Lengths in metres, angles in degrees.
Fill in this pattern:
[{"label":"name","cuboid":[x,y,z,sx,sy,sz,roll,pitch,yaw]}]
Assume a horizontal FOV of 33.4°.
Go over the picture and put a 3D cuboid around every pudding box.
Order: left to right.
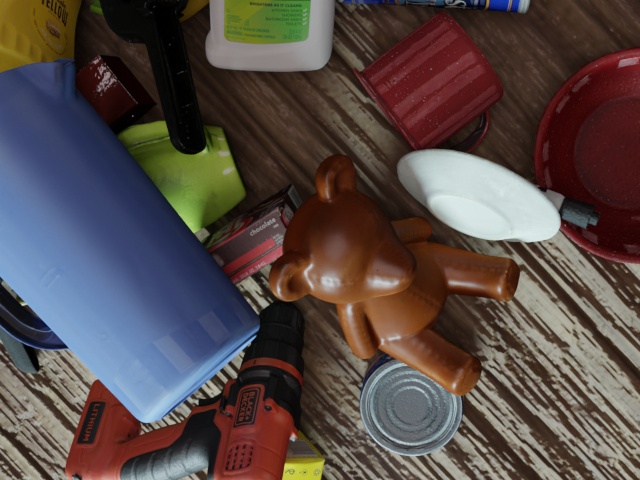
[{"label":"pudding box","cuboid":[-0.055,0.001,0.831,0.090,0.113,0.039,-31,96,10]}]

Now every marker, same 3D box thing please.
[{"label":"marker","cuboid":[0.149,-0.036,0.795,0.121,0.020,0.020,22,100,17]}]

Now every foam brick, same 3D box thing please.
[{"label":"foam brick","cuboid":[-0.183,-0.106,0.862,0.078,0.053,0.051,-38,92,11]}]

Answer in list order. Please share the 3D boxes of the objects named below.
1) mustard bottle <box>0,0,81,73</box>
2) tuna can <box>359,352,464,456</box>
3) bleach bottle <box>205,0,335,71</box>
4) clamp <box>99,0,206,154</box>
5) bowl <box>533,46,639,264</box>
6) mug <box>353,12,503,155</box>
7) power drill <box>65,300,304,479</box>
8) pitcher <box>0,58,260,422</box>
[{"label":"mustard bottle","cuboid":[-0.220,-0.202,0.822,0.058,0.096,0.191,-8,64,21]},{"label":"tuna can","cuboid":[0.075,0.132,0.873,0.086,0.033,0.086,1,98,7]},{"label":"bleach bottle","cuboid":[-0.039,-0.246,0.762,0.102,0.068,0.251,3,127,5]},{"label":"clamp","cuboid":[-0.111,-0.186,0.779,0.210,0.036,0.165,51,124,35]},{"label":"bowl","cuboid":[0.242,-0.065,0.814,0.162,0.055,0.162,1,98,7]},{"label":"mug","cuboid":[0.091,-0.110,0.817,0.081,0.093,0.117,-37,123,5]},{"label":"power drill","cuboid":[-0.102,0.134,0.851,0.188,0.184,0.057,-15,130,24]},{"label":"pitcher","cuboid":[-0.164,0.010,0.739,0.144,0.149,0.243,-40,86,-21]}]
